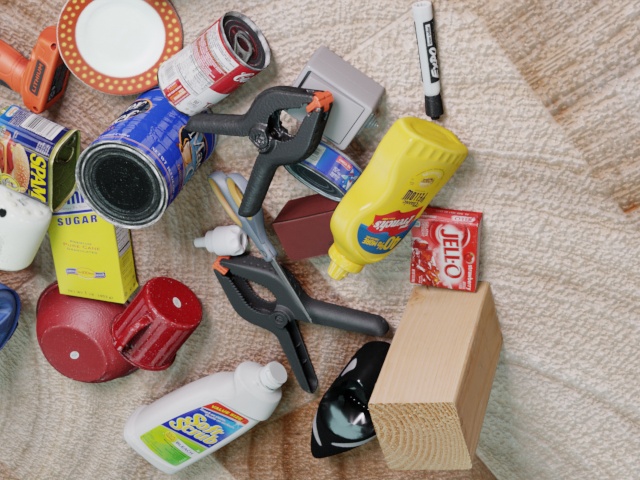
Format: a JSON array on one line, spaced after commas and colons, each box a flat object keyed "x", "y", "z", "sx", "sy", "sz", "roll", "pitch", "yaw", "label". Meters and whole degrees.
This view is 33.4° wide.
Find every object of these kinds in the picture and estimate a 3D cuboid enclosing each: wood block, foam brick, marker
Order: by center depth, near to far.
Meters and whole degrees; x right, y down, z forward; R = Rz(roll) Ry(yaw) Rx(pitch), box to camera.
[{"x": 0.106, "y": -0.175, "z": 1.049, "sx": 0.020, "sy": 0.020, "sz": 0.121, "roll": 1, "pitch": 122, "yaw": 19, "label": "marker"}, {"x": 0.127, "y": 0.139, "z": 1.131, "sx": 0.091, "sy": 0.205, "sz": 0.090, "roll": -6, "pitch": 120, "yaw": 23, "label": "wood block"}, {"x": -0.002, "y": -0.017, "z": 1.171, "sx": 0.078, "sy": 0.051, "sz": 0.053, "roll": -11, "pitch": 118, "yaw": 26, "label": "foam brick"}]

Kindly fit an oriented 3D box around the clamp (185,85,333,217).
[{"x": -0.051, "y": -0.094, "z": 1.069, "sx": 0.172, "sy": 0.039, "sz": 0.120, "roll": -17, "pitch": 107, "yaw": 38, "label": "clamp"}]

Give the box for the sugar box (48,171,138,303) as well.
[{"x": -0.277, "y": -0.013, "z": 1.276, "sx": 0.093, "sy": 0.048, "sz": 0.176, "roll": 7, "pitch": 125, "yaw": 16, "label": "sugar box"}]

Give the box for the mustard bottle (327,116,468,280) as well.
[{"x": 0.064, "y": -0.034, "z": 1.091, "sx": 0.058, "sy": 0.096, "sz": 0.192, "roll": 52, "pitch": 119, "yaw": 32, "label": "mustard bottle"}]

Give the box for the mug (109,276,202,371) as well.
[{"x": -0.202, "y": 0.100, "z": 1.283, "sx": 0.093, "sy": 0.117, "sz": 0.082, "roll": 49, "pitch": 122, "yaw": 12, "label": "mug"}]

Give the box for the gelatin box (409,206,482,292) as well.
[{"x": 0.135, "y": 0.009, "z": 1.152, "sx": 0.073, "sy": 0.030, "sz": 0.089, "roll": 8, "pitch": 124, "yaw": 15, "label": "gelatin box"}]

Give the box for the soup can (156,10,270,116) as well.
[{"x": -0.111, "y": -0.179, "z": 1.094, "sx": 0.102, "sy": 0.068, "sz": 0.068, "roll": -30, "pitch": 108, "yaw": 33, "label": "soup can"}]

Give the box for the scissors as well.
[{"x": -0.058, "y": 0.001, "z": 1.177, "sx": 0.202, "sy": 0.016, "sz": 0.096, "roll": 53, "pitch": 159, "yaw": 4, "label": "scissors"}]

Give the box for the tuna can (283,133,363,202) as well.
[{"x": 0.002, "y": -0.075, "z": 1.112, "sx": 0.086, "sy": 0.033, "sz": 0.086, "roll": 31, "pitch": 171, "yaw": 5, "label": "tuna can"}]

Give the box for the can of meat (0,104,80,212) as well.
[{"x": -0.315, "y": -0.092, "z": 1.173, "sx": 0.084, "sy": 0.057, "sz": 0.102, "roll": 25, "pitch": 138, "yaw": 8, "label": "can of meat"}]

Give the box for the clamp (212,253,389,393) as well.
[{"x": -0.043, "y": 0.091, "z": 1.266, "sx": 0.210, "sy": 0.036, "sz": 0.165, "roll": 34, "pitch": 130, "yaw": -4, "label": "clamp"}]

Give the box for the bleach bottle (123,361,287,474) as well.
[{"x": -0.139, "y": 0.212, "z": 1.354, "sx": 0.102, "sy": 0.068, "sz": 0.251, "roll": 44, "pitch": 127, "yaw": -14, "label": "bleach bottle"}]

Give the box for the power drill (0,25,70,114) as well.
[{"x": -0.357, "y": -0.235, "z": 1.154, "sx": 0.187, "sy": 0.057, "sz": 0.185, "roll": 29, "pitch": 130, "yaw": 3, "label": "power drill"}]

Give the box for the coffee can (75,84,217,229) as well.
[{"x": -0.181, "y": -0.091, "z": 1.131, "sx": 0.103, "sy": 0.140, "sz": 0.103, "roll": 9, "pitch": 124, "yaw": 14, "label": "coffee can"}]

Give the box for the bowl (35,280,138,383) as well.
[{"x": -0.305, "y": 0.129, "z": 1.373, "sx": 0.162, "sy": 0.055, "sz": 0.162, "roll": 10, "pitch": 125, "yaw": 14, "label": "bowl"}]
